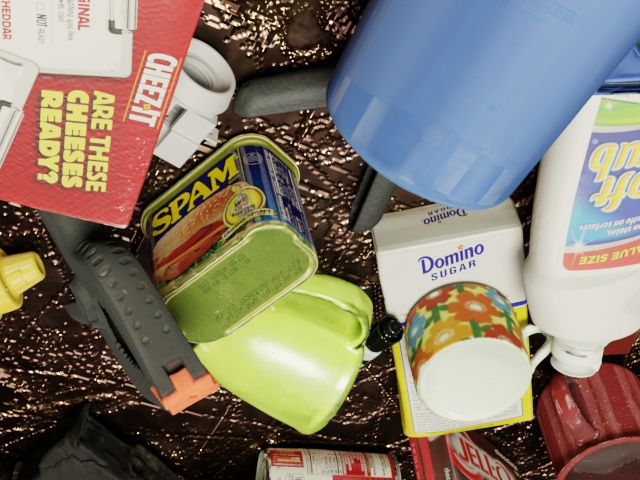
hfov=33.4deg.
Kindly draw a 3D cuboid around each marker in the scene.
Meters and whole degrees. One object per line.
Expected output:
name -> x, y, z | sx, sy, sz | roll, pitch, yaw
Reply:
marker -> 0.021, 0.078, 0.713 | 0.020, 0.020, 0.121 | 17, 149, -19

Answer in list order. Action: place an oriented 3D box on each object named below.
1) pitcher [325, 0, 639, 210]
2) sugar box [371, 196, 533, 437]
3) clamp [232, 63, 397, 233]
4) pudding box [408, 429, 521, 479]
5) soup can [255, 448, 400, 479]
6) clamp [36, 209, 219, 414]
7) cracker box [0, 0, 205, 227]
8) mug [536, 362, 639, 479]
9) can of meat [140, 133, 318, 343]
pitcher -> 0.112, -0.129, 0.479 | 0.144, 0.149, 0.243 | -2, 135, -44
sugar box -> 0.090, 0.054, 0.715 | 0.093, 0.048, 0.176 | -9, 126, 2
clamp -> 0.050, -0.077, 0.607 | 0.172, 0.039, 0.120 | -27, 128, 15
pudding box -> 0.114, 0.185, 0.795 | 0.039, 0.090, 0.113 | -32, 126, 21
soup can -> 0.004, 0.192, 0.803 | 0.102, 0.068, 0.068 | 5, 128, -9
clamp -> -0.117, 0.032, 0.592 | 0.036, 0.210, 0.164 | -29, 139, -19
cracker box -> -0.167, -0.107, 0.466 | 0.213, 0.072, 0.164 | 13, 130, -17
mug -> 0.198, 0.136, 0.769 | 0.093, 0.081, 0.117 | -35, 125, 20
can of meat -> -0.054, 0.001, 0.625 | 0.102, 0.084, 0.057 | -36, 129, 17
